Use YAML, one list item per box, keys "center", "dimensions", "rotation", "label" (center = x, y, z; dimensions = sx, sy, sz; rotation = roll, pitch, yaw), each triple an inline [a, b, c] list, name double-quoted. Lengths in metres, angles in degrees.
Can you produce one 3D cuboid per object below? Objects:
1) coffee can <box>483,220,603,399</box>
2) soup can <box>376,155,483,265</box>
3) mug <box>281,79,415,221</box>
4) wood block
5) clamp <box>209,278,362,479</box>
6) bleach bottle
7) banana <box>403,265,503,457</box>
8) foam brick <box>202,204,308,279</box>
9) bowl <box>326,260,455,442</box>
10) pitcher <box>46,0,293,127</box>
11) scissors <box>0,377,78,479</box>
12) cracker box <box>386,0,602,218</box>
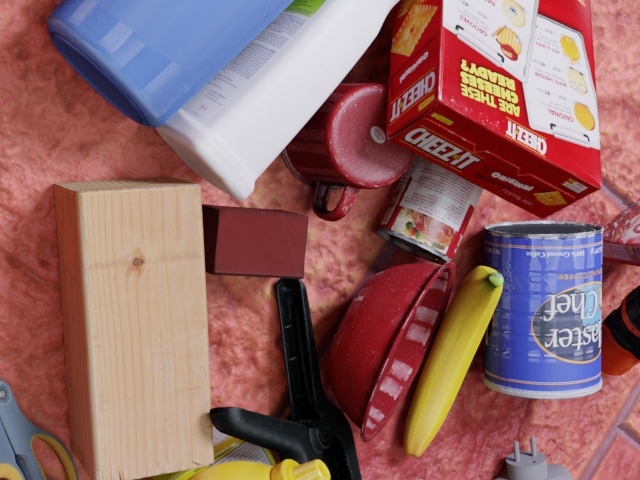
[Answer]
- center: [0.194, 0.058, 0.932]
  dimensions: [0.102, 0.103, 0.140]
  rotation: [-5, 98, -25]
  label: "coffee can"
- center: [0.098, -0.038, 0.895]
  dimensions: [0.068, 0.069, 0.102]
  rotation: [27, 84, -26]
  label: "soup can"
- center: [0.021, -0.072, 0.846]
  dimensions: [0.093, 0.082, 0.117]
  rotation: [19, 88, -26]
  label: "mug"
- center: [-0.137, 0.061, 0.784]
  dimensions: [0.090, 0.090, 0.206]
  rotation: [-5, 99, -24]
  label: "wood block"
- center: [-0.011, 0.143, 0.863]
  dimensions: [0.210, 0.036, 0.164]
  rotation: [60, 35, -34]
  label: "clamp"
- center: [-0.008, -0.147, 0.803]
  dimensions: [0.250, 0.103, 0.068]
  rotation: [-46, 126, -8]
  label: "bleach bottle"
- center: [0.112, 0.094, 0.911]
  dimensions: [0.037, 0.069, 0.198]
  rotation: [26, 118, 13]
  label: "banana"
- center: [-0.055, 0.001, 0.835]
  dimensions: [0.078, 0.053, 0.051]
  rotation: [4, 95, -25]
  label: "foam brick"
- center: [0.050, 0.079, 0.865]
  dimensions: [0.055, 0.162, 0.162]
  rotation: [26, 83, 15]
  label: "bowl"
- center: [-0.079, -0.205, 0.753]
  dimensions: [0.242, 0.145, 0.149]
  rotation: [-49, 114, -9]
  label: "pitcher"
- center: [-0.240, 0.129, 0.765]
  dimensions: [0.201, 0.016, 0.096]
  rotation: [62, 39, -19]
  label: "scissors"
- center: [0.137, -0.144, 0.847]
  dimensions: [0.164, 0.072, 0.213]
  rotation: [24, 54, -26]
  label: "cracker box"
